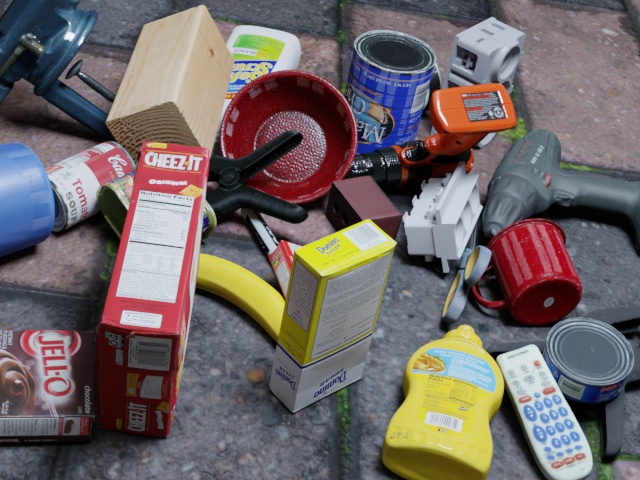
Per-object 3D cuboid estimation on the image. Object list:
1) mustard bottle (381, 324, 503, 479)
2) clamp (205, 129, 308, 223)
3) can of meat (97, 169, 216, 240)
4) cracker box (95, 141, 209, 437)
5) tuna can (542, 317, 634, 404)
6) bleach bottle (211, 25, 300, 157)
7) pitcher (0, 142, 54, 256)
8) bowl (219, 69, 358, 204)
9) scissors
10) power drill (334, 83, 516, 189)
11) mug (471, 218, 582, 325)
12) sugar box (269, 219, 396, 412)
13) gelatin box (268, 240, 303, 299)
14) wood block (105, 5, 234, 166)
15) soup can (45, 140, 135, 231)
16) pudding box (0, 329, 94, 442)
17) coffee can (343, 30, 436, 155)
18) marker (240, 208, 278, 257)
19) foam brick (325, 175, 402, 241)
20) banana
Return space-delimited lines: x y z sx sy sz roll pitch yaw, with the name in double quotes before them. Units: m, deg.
"mustard bottle" 0.124 0.147 1.014 0.096 0.058 0.191 12 38 10
"clamp" -0.092 -0.056 1.196 0.171 0.039 0.120 -16 53 3
"can of meat" -0.176 -0.032 1.140 0.083 0.058 0.102 -31 79 -37
"cracker box" -0.150 0.042 0.962 0.072 0.164 0.213 8 49 -5
"tuna can" 0.262 0.119 1.052 0.086 0.034 0.086 2 44 -3
"bleach bottle" -0.096 -0.184 1.363 0.102 0.068 0.250 12 41 2
"pitcher" -0.396 -0.022 1.047 0.242 0.145 0.149 -18 59 -37
"bowl" -0.037 -0.117 1.262 0.162 0.055 0.162 0 83 2
"scissors" 0.170 0.011 1.172 0.016 0.096 0.201 28 42 -2
"power drill" 0.126 -0.115 1.243 0.184 0.188 0.057 -11 76 -24
"mug" 0.221 0.041 1.155 0.117 0.093 0.081 -17 46 5
"sugar box" 0.009 0.071 0.983 0.093 0.176 0.048 -22 51 -35
"gelatin box" -0.003 0.043 1.110 0.089 0.030 0.073 18 32 -34
"wood block" -0.171 -0.175 1.250 0.090 0.090 0.206 -15 38 18
"soup can" -0.258 -0.059 1.162 0.069 0.068 0.102 34 44 25
"pudding box" -0.249 0.129 0.956 0.090 0.039 0.113 1 40 -14
"coffee can" 0.079 -0.176 1.333 0.102 0.140 0.103 7 39 -6
"marker" -0.058 0.001 1.177 0.020 0.020 0.121 -10 43 -25
"foam brick" 0.048 -0.029 1.216 0.051 0.053 0.078 -11 43 -26
"banana" -0.093 0.056 1.093 0.198 0.037 0.069 22 59 14
